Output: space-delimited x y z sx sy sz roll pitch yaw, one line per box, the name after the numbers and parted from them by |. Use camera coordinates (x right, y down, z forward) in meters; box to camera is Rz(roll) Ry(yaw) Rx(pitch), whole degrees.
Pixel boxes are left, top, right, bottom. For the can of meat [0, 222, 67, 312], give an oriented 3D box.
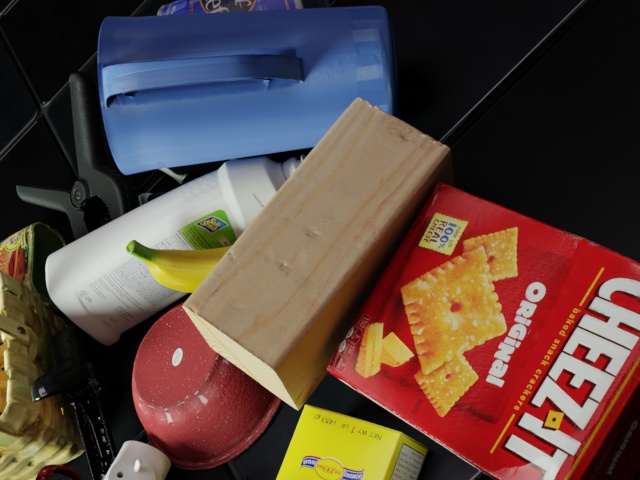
-0.306 0.041 1.087 0.084 0.057 0.102 -26 50 21 | can of meat

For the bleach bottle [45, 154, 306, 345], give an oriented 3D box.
-0.114 -0.001 0.945 0.251 0.102 0.068 -27 46 12 | bleach bottle

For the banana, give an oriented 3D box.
-0.057 0.010 0.892 0.198 0.069 0.037 -12 61 1 | banana

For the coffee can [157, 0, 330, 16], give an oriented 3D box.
-0.066 -0.194 0.993 0.140 0.102 0.103 -16 54 17 | coffee can

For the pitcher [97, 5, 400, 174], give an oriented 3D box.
-0.058 -0.131 0.884 0.243 0.145 0.149 -5 44 4 | pitcher

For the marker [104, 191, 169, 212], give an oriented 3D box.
-0.190 -0.038 1.070 0.121 0.020 0.020 -1 63 38 | marker

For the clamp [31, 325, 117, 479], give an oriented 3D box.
-0.205 0.136 0.930 0.039 0.120 0.171 -19 21 3 | clamp

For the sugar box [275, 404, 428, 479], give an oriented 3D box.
0.001 0.211 0.746 0.094 0.048 0.176 8 68 41 | sugar box

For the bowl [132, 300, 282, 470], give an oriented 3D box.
-0.104 0.105 0.888 0.162 0.055 0.162 -19 54 28 | bowl

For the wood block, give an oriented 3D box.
0.005 0.008 0.794 0.090 0.091 0.206 32 73 23 | wood block

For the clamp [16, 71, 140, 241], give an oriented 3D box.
-0.226 -0.056 1.058 0.210 0.036 0.165 45 120 33 | clamp

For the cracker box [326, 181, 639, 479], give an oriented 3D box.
0.127 0.071 0.715 0.214 0.072 0.164 27 83 44 | cracker box
